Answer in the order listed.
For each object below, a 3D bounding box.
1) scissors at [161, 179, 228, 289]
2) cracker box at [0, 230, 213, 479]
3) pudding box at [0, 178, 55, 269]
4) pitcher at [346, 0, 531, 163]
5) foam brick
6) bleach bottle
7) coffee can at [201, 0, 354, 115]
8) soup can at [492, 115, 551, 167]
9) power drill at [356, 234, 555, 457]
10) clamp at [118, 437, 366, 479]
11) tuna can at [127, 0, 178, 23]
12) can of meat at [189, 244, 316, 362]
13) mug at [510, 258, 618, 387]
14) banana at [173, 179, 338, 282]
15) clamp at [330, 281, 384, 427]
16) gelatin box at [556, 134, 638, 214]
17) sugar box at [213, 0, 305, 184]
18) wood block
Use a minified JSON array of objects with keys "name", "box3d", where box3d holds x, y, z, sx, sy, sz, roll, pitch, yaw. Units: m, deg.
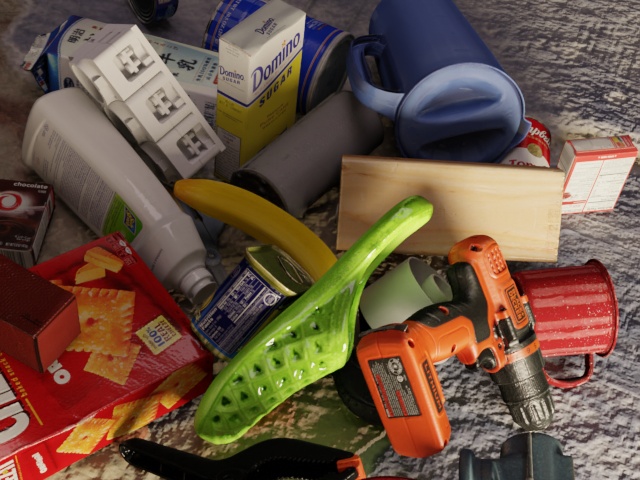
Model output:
[{"name":"scissors","box3d":[-0.095,0.005,1.045,0.096,0.016,0.202,-29,59,-30]},{"name":"cracker box","box3d":[-0.222,0.099,0.904,0.213,0.072,0.164,-25,57,-27]},{"name":"pudding box","box3d":[-0.317,-0.017,1.013,0.113,0.039,0.090,7,48,-3]},{"name":"pitcher","box3d":[0.114,-0.185,1.148,0.145,0.149,0.243,-28,35,11]},{"name":"foam brick","box3d":[-0.240,0.059,0.854,0.078,0.051,0.053,27,53,16]},{"name":"bleach bottle","box3d":[-0.188,-0.032,1.020,0.067,0.103,0.251,-26,63,-39]},{"name":"coffee can","box3d":[-0.046,-0.207,1.182,0.140,0.103,0.102,26,50,14]},{"name":"soup can","box3d":[0.209,-0.075,1.129,0.068,0.068,0.102,12,49,1]},{"name":"power drill","box3d":[0.120,0.105,0.891,0.187,0.057,0.184,-28,98,-47]},{"name":"clamp","box3d":[-0.071,0.191,0.818,0.210,0.036,0.164,-17,34,0]},{"name":"tuna can","box3d":[-0.200,-0.300,1.251,0.033,0.086,0.086,-21,55,-27]},{"name":"can of meat","box3d":[-0.058,0.054,0.913,0.057,0.084,0.102,43,11,9]},{"name":"mug","box3d":[0.222,0.078,0.993,0.081,0.093,0.117,-5,86,-7]},{"name":"banana","box3d":[-0.045,-0.003,0.991,0.198,0.037,0.069,39,34,9]},{"name":"clamp","box3d":[0.028,0.111,0.958,0.120,0.039,0.172,-20,48,-16]},{"name":"gelatin box","box3d":[0.282,-0.068,1.121,0.073,0.089,0.030,-6,49,-14]},{"name":"sugar box","box3d":[-0.062,-0.144,1.074,0.048,0.176,0.093,31,51,18]},{"name":"wood block","box3d":[0.120,-0.032,1.029,0.206,0.090,0.091,4,6,1]}]
